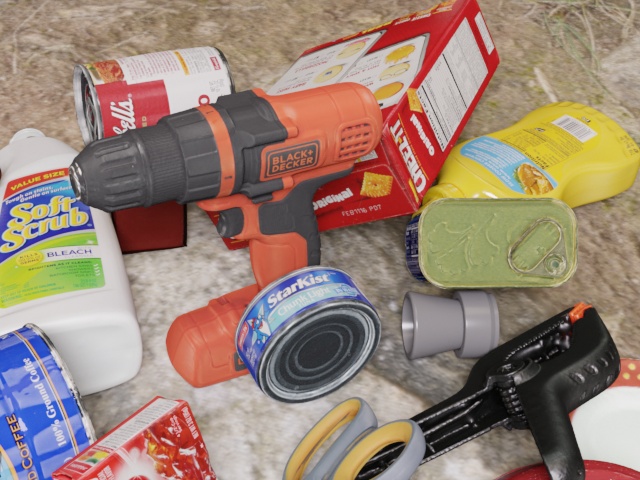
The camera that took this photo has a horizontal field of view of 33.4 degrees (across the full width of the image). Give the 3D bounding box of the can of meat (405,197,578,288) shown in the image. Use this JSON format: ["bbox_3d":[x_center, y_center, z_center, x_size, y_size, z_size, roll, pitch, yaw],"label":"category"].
[{"bbox_3d":[0.110,0.003,0.711,0.102,0.057,0.084,-1,-2,-3],"label":"can of meat"}]

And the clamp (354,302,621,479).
[{"bbox_3d":[0.105,0.093,0.620,0.165,0.036,0.209,-14,13,36],"label":"clamp"}]

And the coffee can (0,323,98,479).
[{"bbox_3d":[-0.198,0.115,0.551,0.140,0.103,0.103,-22,46,-28],"label":"coffee can"}]

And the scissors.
[{"bbox_3d":[-0.012,0.153,0.538,0.096,0.016,0.201,-14,30,42],"label":"scissors"}]

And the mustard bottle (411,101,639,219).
[{"bbox_3d":[0.146,-0.046,0.808,0.191,0.058,0.096,-24,48,-30],"label":"mustard bottle"}]

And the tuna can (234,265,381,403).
[{"bbox_3d":[-0.007,0.059,0.648,0.086,0.086,0.034,-16,45,-22],"label":"tuna can"}]

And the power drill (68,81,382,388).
[{"bbox_3d":[-0.054,0.001,0.635,0.184,0.188,0.057,-14,44,-23],"label":"power drill"}]

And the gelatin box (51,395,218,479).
[{"bbox_3d":[-0.086,0.136,0.546,0.030,0.089,0.073,0,26,46],"label":"gelatin box"}]

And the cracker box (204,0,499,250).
[{"bbox_3d":[0.025,-0.088,0.791,0.164,0.072,0.213,-12,30,34],"label":"cracker box"}]

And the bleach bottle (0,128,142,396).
[{"bbox_3d":[-0.192,0.000,0.725,0.102,0.068,0.251,-11,39,-16],"label":"bleach bottle"}]

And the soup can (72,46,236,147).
[{"bbox_3d":[-0.118,-0.099,0.763,0.102,0.068,0.068,-12,42,-22],"label":"soup can"}]

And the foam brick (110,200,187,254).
[{"bbox_3d":[-0.128,-0.035,0.779,0.053,0.051,0.078,-7,40,-14],"label":"foam brick"}]
